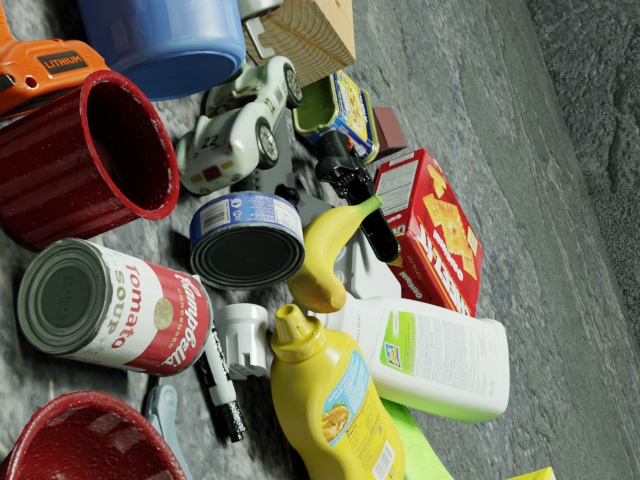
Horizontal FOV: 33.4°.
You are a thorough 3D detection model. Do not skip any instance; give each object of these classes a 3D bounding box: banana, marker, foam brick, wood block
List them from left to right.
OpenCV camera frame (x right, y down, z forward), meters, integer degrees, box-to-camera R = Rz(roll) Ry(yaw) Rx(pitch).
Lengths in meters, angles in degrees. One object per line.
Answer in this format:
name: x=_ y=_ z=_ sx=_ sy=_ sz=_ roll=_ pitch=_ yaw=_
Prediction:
marker: x=-0.077 y=0.084 z=0.754 sx=0.020 sy=0.020 sz=0.121 roll=-2 pitch=72 yaw=-67
wood block: x=-0.025 y=-0.265 z=1.115 sx=0.090 sy=0.090 sz=0.206 roll=50 pitch=28 yaw=-41
banana: x=0.003 y=0.013 z=0.859 sx=0.037 sy=0.070 sz=0.197 roll=49 pitch=25 yaw=-14
foam brick: x=0.059 y=-0.120 z=1.227 sx=0.078 sy=0.053 sz=0.051 roll=-16 pitch=85 yaw=-68

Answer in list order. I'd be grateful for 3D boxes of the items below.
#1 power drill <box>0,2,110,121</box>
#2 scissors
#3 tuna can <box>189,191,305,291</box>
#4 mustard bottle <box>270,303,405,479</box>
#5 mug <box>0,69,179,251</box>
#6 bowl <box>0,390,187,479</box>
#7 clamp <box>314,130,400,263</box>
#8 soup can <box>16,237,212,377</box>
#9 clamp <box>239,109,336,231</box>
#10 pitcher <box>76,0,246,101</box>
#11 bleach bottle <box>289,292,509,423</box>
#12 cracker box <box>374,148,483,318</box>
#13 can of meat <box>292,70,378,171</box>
power drill: x=-0.202 y=-0.170 z=0.644 sx=0.187 sy=0.057 sz=0.184 roll=63 pitch=28 yaw=-7
scissors: x=-0.093 y=0.122 z=0.686 sx=0.096 sy=0.016 sz=0.201 roll=60 pitch=23 yaw=-25
tuna can: x=-0.055 y=0.001 z=0.795 sx=0.086 sy=0.086 sz=0.034 roll=42 pitch=32 yaw=-48
mustard bottle: x=0.008 y=0.126 z=0.817 sx=0.096 sy=0.058 sz=0.191 roll=-56 pitch=134 yaw=-42
mug: x=-0.138 y=-0.041 z=0.642 sx=0.117 sy=0.082 sz=0.093 roll=14 pitch=58 yaw=-64
bowl: x=-0.120 y=0.160 z=0.530 sx=0.162 sy=0.055 sz=0.162 roll=50 pitch=28 yaw=-39
clamp: x=0.023 y=-0.063 z=1.008 sx=0.120 sy=0.039 sz=0.171 roll=57 pitch=7 yaw=-36
soup can: x=-0.119 y=0.041 z=0.629 sx=0.102 sy=0.069 sz=0.068 roll=26 pitch=47 yaw=-59
clamp: x=-0.037 y=-0.052 z=0.956 sx=0.164 sy=0.036 sz=0.209 roll=64 pitch=21 yaw=-13
pitcher: x=-0.142 y=-0.230 z=0.776 sx=0.145 sy=0.149 sz=0.243 roll=38 pitch=37 yaw=-78
bleach bottle: x=0.068 y=0.089 z=0.937 sx=0.250 sy=0.068 sz=0.102 roll=24 pitch=56 yaw=-40
cracker box: x=0.121 y=0.014 z=1.220 sx=0.164 sy=0.072 sz=0.213 roll=59 pitch=24 yaw=-22
can of meat: x=0.013 y=-0.135 z=1.127 sx=0.083 sy=0.058 sz=0.102 roll=37 pitch=36 yaw=-49
